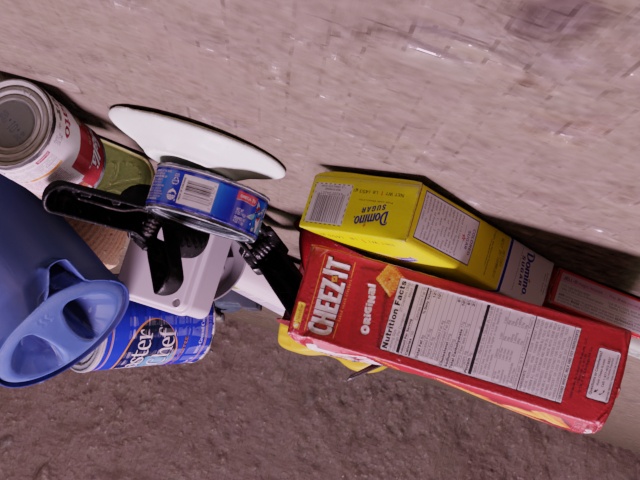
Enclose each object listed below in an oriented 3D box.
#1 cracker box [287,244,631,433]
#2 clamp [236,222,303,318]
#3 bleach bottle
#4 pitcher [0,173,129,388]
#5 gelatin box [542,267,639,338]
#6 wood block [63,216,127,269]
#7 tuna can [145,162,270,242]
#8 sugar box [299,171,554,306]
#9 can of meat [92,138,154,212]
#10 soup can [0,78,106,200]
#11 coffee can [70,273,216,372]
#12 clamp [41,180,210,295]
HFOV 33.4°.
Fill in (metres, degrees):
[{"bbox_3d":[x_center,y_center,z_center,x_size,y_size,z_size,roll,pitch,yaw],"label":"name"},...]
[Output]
[{"bbox_3d":[0.099,0.074,0.750,0.214,0.072,0.164,15,173,13],"label":"cracker box"},{"bbox_3d":[-0.056,0.001,0.929,0.164,0.036,0.210,52,-179,-6],"label":"clamp"},{"bbox_3d":[-0.087,0.033,1.225,0.250,0.068,0.103,26,168,-32],"label":"bleach bottle"},{"bbox_3d":[-0.292,0.008,0.953,0.243,0.149,0.144,48,-169,21],"label":"pitcher"},{"bbox_3d":[0.199,0.050,0.822,0.089,0.030,0.073,20,171,-13],"label":"gelatin box"},{"bbox_3d":[-0.251,-0.022,1.121,0.090,0.090,0.206,19,171,-14],"label":"wood block"},{"bbox_3d":[-0.082,-0.027,0.772,0.086,0.034,0.086,17,173,2],"label":"tuna can"},{"bbox_3d":[0.077,0.004,0.735,0.094,0.048,0.176,10,167,43],"label":"sugar box"},{"bbox_3d":[-0.201,-0.057,0.901,0.102,0.057,0.084,23,174,-23],"label":"can of meat"},{"bbox_3d":[-0.207,-0.071,0.784,0.068,0.068,0.102,16,171,12],"label":"soup can"},{"bbox_3d":[-0.198,0.085,1.142,0.140,0.103,0.103,0,-174,-42],"label":"coffee can"},{"bbox_3d":[-0.125,-0.005,0.818,0.120,0.039,0.171,45,-161,14],"label":"clamp"}]
